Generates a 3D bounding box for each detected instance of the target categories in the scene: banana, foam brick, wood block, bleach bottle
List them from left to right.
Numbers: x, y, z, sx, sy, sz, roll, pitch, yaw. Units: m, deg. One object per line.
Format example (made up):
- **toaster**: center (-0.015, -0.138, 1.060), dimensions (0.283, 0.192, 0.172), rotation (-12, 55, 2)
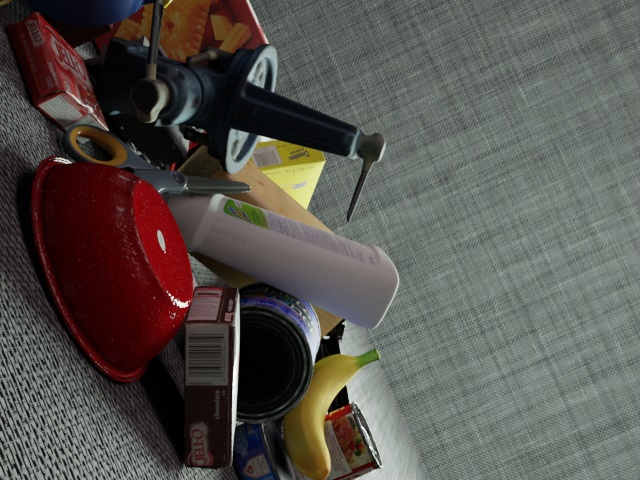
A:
- **foam brick**: center (-0.220, -0.209, 0.960), dimensions (0.078, 0.051, 0.053), rotation (-105, 169, -66)
- **bleach bottle**: center (-0.056, 0.001, 0.964), dimensions (0.250, 0.068, 0.103), rotation (23, 11, -18)
- **wood block**: center (-0.057, 0.002, 1.070), dimensions (0.206, 0.091, 0.090), rotation (40, 16, -24)
- **banana**: center (-0.001, 0.156, 0.990), dimensions (0.037, 0.070, 0.197), rotation (61, 28, -18)

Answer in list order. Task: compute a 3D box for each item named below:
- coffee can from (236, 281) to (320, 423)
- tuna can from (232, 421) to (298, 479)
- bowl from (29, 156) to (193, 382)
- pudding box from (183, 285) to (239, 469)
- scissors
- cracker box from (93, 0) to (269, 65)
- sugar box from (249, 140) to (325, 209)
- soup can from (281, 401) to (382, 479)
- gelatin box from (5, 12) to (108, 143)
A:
- **coffee can**: center (-0.054, 0.097, 0.961), dimensions (0.140, 0.103, 0.103), rotation (-67, 132, -84)
- **tuna can**: center (-0.048, 0.198, 0.938), dimensions (0.086, 0.034, 0.086), rotation (-25, 91, -86)
- **bowl**: center (-0.129, 0.011, 0.716), dimensions (0.162, 0.055, 0.162), rotation (-20, 90, -80)
- **pudding box**: center (-0.081, 0.100, 0.793), dimensions (0.090, 0.039, 0.113), rotation (-101, -166, -75)
- **scissors**: center (-0.136, -0.062, 0.875), dimensions (0.096, 0.016, 0.201), rotation (53, 29, 7)
- **cracker box**: center (-0.168, -0.259, 1.110), dimensions (0.072, 0.164, 0.213), rotation (-108, 173, -68)
- **sugar box**: center (-0.061, -0.052, 1.287), dimensions (0.176, 0.093, 0.048), rotation (110, -36, -52)
- **soup can**: center (0.000, 0.206, 1.024), dimensions (0.068, 0.102, 0.068), rotation (-25, 91, -85)
- **gelatin box**: center (-0.204, -0.126, 0.836), dimensions (0.089, 0.030, 0.073), rotation (54, 12, -71)
